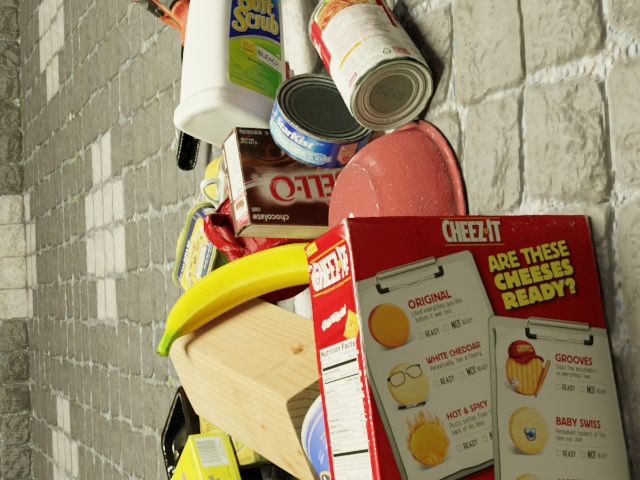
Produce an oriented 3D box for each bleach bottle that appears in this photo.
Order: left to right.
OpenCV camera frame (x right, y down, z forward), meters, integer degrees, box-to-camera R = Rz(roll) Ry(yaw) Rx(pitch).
[{"bbox_3d":[-0.080,-0.209,0.969,0.068,0.102,0.251,-22,61,39],"label":"bleach bottle"}]

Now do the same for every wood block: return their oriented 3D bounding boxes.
[{"bbox_3d":[-0.038,0.120,0.908,0.206,0.090,0.090,16,132,55],"label":"wood block"}]

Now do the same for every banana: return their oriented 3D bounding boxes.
[{"bbox_3d":[-0.054,0.041,0.931,0.037,0.198,0.070,61,-175,-51],"label":"banana"}]

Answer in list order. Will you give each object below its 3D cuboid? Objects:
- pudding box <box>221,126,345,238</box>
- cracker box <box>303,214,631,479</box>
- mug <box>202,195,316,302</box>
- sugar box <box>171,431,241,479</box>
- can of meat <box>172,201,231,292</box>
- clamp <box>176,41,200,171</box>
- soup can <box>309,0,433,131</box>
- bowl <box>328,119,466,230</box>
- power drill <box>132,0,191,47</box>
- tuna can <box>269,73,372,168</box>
[{"bbox_3d":[-0.023,-0.048,0.916,0.039,0.113,0.090,136,128,-57],"label":"pudding box"},{"bbox_3d":[0.085,0.096,0.606,0.072,0.164,0.214,148,117,-62],"label":"cracker box"},{"bbox_3d":[-0.057,0.001,1.001,0.093,0.117,0.081,-56,42,22],"label":"mug"},{"bbox_3d":[-0.124,0.279,1.079,0.176,0.048,0.093,-63,38,42],"label":"sugar box"},{"bbox_3d":[-0.107,0.022,1.102,0.084,0.057,0.102,44,122,56],"label":"can of meat"},{"bbox_3d":[-0.142,-0.195,1.274,0.165,0.036,0.210,-39,54,52],"label":"clamp"},{"bbox_3d":[0.038,-0.141,0.823,0.102,0.068,0.069,-114,32,-41],"label":"soup can"},{"bbox_3d":[0.049,-0.013,0.823,0.162,0.055,0.162,179,90,-67],"label":"bowl"},{"bbox_3d":[-0.149,-0.246,1.124,0.057,0.184,0.188,-52,49,9],"label":"power drill"},{"bbox_3d":[0.001,-0.100,0.890,0.034,0.086,0.086,110,149,-44],"label":"tuna can"}]
